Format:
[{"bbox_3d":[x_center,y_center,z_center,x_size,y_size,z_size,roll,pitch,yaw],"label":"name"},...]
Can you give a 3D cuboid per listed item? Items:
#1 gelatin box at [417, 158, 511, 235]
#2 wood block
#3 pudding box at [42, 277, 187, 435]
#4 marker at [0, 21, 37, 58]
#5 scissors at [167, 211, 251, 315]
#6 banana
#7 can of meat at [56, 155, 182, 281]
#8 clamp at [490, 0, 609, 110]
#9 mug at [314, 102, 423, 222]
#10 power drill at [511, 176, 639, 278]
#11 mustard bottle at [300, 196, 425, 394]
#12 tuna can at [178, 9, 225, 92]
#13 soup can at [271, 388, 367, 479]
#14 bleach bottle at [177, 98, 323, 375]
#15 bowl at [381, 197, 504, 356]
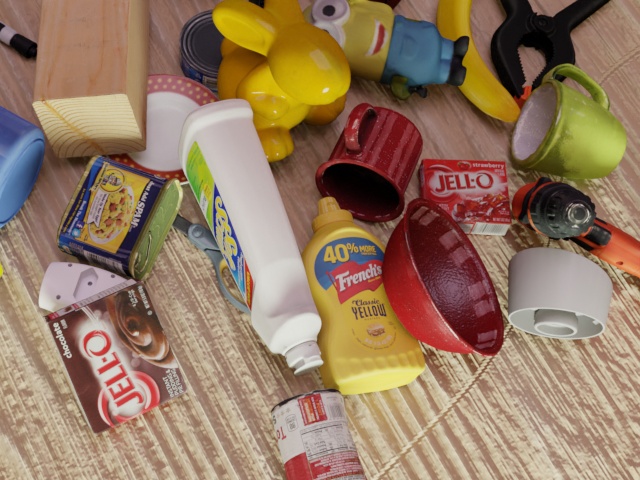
[{"bbox_3d":[0.146,-0.045,1.083,0.089,0.030,0.073,2,64,-7],"label":"gelatin box"},{"bbox_3d":[-0.222,-0.192,1.050,0.090,0.091,0.206,-5,59,1],"label":"wood block"},{"bbox_3d":[-0.180,0.101,0.935,0.090,0.039,0.113,-24,101,-19],"label":"pudding box"},{"bbox_3d":[-0.342,-0.225,1.105,0.121,0.020,0.020,33,64,8],"label":"marker"},{"bbox_3d":[-0.100,-0.011,1.040,0.096,0.016,0.202,-36,74,-23],"label":"scissors"},{"bbox_3d":[0.163,-0.210,1.151,0.070,0.037,0.198,-19,69,29],"label":"banana"},{"bbox_3d":[-0.189,-0.021,1.001,0.084,0.057,0.102,19,72,9],"label":"can of meat"},{"bbox_3d":[0.251,-0.235,1.186,0.164,0.036,0.210,10,66,-3],"label":"clamp"},{"bbox_3d":[0.048,-0.085,1.045,0.093,0.117,0.081,6,54,28],"label":"mug"},{"bbox_3d":[0.277,0.001,1.006,0.187,0.184,0.057,30,95,-4],"label":"power drill"},{"bbox_3d":[0.029,0.046,1.006,0.096,0.058,0.191,-5,64,-22],"label":"mustard bottle"},{"bbox_3d":[-0.106,-0.198,1.119,0.086,0.034,0.086,3,64,-7],"label":"tuna can"},{"bbox_3d":[0.001,0.188,0.929,0.068,0.068,0.102,-11,66,-13],"label":"soup can"},{"bbox_3d":[-0.056,0.001,0.972,0.068,0.103,0.251,-16,68,-22],"label":"bleach bottle"},{"bbox_3d":[0.105,0.043,0.994,0.162,0.055,0.162,40,33,-34],"label":"bowl"}]
